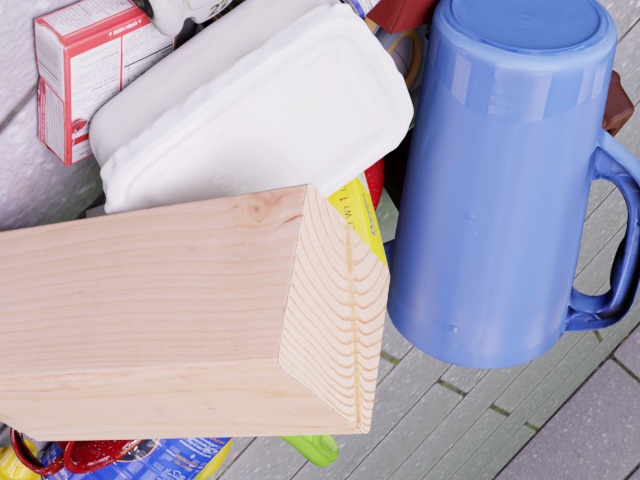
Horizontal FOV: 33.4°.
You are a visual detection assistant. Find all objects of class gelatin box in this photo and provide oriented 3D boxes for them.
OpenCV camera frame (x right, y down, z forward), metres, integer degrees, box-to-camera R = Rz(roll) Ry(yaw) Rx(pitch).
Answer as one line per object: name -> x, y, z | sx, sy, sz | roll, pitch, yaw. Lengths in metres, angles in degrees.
gelatin box -> -0.115, -0.091, 0.575 | 0.073, 0.030, 0.089 | -33, 153, -32

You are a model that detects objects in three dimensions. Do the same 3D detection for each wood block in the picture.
wood block -> -0.080, 0.044, 0.538 | 0.090, 0.206, 0.090 | 46, 45, -48

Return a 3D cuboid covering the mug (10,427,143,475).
mug -> -0.169, 0.109, 0.739 | 0.117, 0.081, 0.093 | -48, 157, 4

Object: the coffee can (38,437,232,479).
coffee can -> -0.137, 0.154, 0.841 | 0.140, 0.103, 0.102 | -47, 157, 1

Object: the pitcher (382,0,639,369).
pitcher -> 0.126, -0.040, 0.694 | 0.149, 0.145, 0.243 | -16, 135, -20
